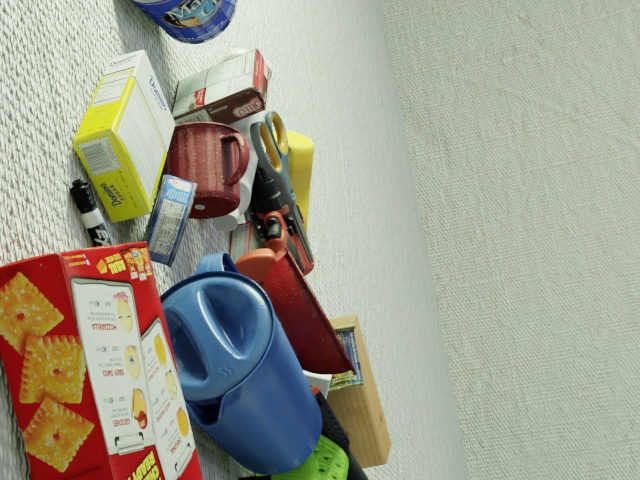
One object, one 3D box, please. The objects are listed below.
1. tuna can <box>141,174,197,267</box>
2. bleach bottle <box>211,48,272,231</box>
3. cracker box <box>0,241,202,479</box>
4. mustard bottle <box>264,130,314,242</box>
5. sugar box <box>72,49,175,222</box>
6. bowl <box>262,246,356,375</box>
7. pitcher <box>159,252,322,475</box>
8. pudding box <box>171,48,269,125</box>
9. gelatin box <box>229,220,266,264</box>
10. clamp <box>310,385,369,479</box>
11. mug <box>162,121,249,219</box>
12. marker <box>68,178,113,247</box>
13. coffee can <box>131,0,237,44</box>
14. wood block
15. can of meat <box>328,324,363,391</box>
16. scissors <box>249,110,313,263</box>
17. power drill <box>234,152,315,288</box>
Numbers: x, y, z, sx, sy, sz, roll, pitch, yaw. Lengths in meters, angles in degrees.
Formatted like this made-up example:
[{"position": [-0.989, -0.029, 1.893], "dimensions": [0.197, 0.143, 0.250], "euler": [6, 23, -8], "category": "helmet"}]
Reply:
[{"position": [-0.148, -0.019, 1.031], "dimensions": [0.086, 0.033, 0.086], "euler": [-163, -90, -80], "category": "tuna can"}, {"position": [-0.105, -0.117, 1.293], "dimensions": [0.068, 0.103, 0.251], "euler": [20, 43, -21], "category": "bleach bottle"}, {"position": [-0.167, 0.113, 0.809], "dimensions": [0.164, 0.072, 0.214], "euler": [-14, 91, -77], "category": "cracker box"}, {"position": [-0.048, -0.051, 1.483], "dimensions": [0.096, 0.058, 0.192], "euler": [35, -55, 58], "category": "mustard bottle"}, {"position": [-0.186, -0.104, 1.031], "dimensions": [0.176, 0.048, 0.093], "euler": [-91, 165, -57], "category": "sugar box"}, {"position": [-0.022, 0.089, 1.177], "dimensions": [0.162, 0.055, 0.162], "euler": [61, -3, 5], "category": "bowl"}, {"position": [-0.077, 0.135, 1.068], "dimensions": [0.145, 0.149, 0.242], "euler": [32, -18, 31], "category": "pitcher"}, {"position": [-0.117, -0.171, 1.253], "dimensions": [0.090, 0.114, 0.039], "euler": [-88, 155, -51], "category": "pudding box"}, {"position": [-0.089, 0.031, 1.354], "dimensions": [0.089, 0.030, 0.073], "euler": [-91, 161, -44], "category": "gelatin box"}, {"position": [0.014, 0.250, 1.326], "dimensions": [0.165, 0.036, 0.210], "euler": [43, -18, 31], "category": "clamp"}, {"position": [-0.120, -0.076, 1.145], "dimensions": [0.093, 0.117, 0.081], "euler": [16, 63, -49], "category": "mug"}, {"position": [-0.192, 0.002, 0.940], "dimensions": [0.020, 0.020, 0.121], "euler": [-74, 148, -66], "category": "marker"}, {"position": [-0.164, -0.293, 1.203], "dimensions": [0.140, 0.103, 0.103], "euler": [33, 45, -73], "category": "coffee can"}, {"position": [0.032, 0.222, 1.552], "dimensions": [0.090, 0.090, 0.206], "euler": [-43, 118, -77], "category": "wood block"}, {"position": [0.004, 0.165, 1.462], "dimensions": [0.057, 0.102, 0.084], "euler": [14, 65, -76], "category": "can of meat"}, {"position": [-0.039, -0.074, 1.313], "dimensions": [0.096, 0.016, 0.201], "euler": [-78, 151, -45], "category": "scissors"}, {"position": [-0.059, 0.002, 1.315], "dimensions": [0.187, 0.057, 0.184], "euler": [-78, 149, -58], "category": "power drill"}]
